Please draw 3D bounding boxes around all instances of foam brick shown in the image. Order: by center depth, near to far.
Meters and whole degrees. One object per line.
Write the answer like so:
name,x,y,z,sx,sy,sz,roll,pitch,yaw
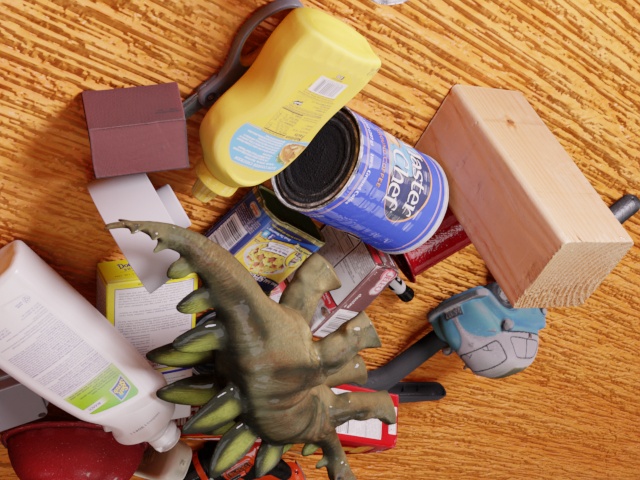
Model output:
foam brick,-0.147,-0.087,0.849,0.078,0.053,0.051,-7,135,-11

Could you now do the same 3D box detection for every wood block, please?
wood block,0.184,-0.043,0.997,0.090,0.206,0.090,1,136,-33

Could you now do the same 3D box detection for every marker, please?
marker,0.077,0.042,1.197,0.020,0.020,0.121,-34,144,10

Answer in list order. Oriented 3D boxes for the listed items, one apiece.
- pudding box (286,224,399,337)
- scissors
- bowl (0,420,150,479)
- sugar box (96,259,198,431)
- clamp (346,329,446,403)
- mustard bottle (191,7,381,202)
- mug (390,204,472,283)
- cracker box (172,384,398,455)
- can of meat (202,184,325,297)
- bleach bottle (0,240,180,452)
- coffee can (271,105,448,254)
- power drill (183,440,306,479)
pudding box,0.019,0.032,1.088,0.039,0.090,0.114,17,127,-42
scissors,-0.075,-0.122,0.897,0.202,0.016,0.096,-43,142,22
bowl,-0.265,0.243,1.151,0.162,0.055,0.162,-1,153,-1
sugar box,-0.172,0.101,1.050,0.093,0.048,0.176,-7,124,-25
clamp,0.074,0.184,1.360,0.209,0.036,0.165,-16,144,-14
mustard bottle,-0.043,-0.100,0.878,0.192,0.058,0.096,-46,148,25
mug,0.105,-0.015,1.096,0.081,0.093,0.117,-30,176,-4
cracker box,-0.039,0.201,1.217,0.164,0.072,0.213,-12,159,41
can of meat,-0.057,0.001,1.029,0.084,0.057,0.102,-42,143,16
bleach bottle,-0.224,0.116,0.977,0.103,0.068,0.250,-34,120,10
coffee can,0.038,-0.055,0.978,0.103,0.103,0.140,-42,142,20
power drill,-0.108,0.315,1.390,0.184,0.057,0.187,-30,145,4
